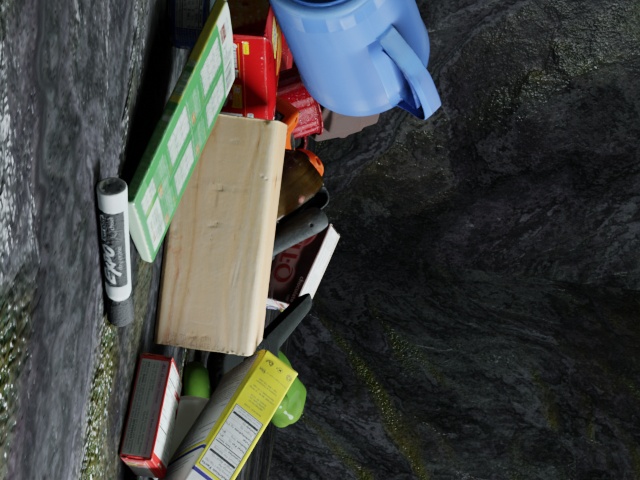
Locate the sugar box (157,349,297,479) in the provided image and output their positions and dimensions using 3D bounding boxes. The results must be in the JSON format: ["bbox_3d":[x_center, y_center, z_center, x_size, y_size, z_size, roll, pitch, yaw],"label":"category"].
[{"bbox_3d":[-0.093,0.183,0.936,0.093,0.048,0.176,-39,-163,52],"label":"sugar box"}]

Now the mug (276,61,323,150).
[{"bbox_3d":[-0.050,-0.148,1.284,0.093,0.081,0.117,-123,-164,-49],"label":"mug"}]

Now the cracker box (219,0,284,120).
[{"bbox_3d":[-0.068,-0.226,1.038,0.164,0.072,0.213,93,4,-59],"label":"cracker box"}]

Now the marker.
[{"bbox_3d":[-0.134,0.012,0.702,0.020,0.020,0.121,-81,177,-50],"label":"marker"}]

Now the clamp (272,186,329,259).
[{"bbox_3d":[-0.057,0.001,1.071,0.039,0.172,0.120,58,18,-7],"label":"clamp"}]

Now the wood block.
[{"bbox_3d":[-0.088,-0.009,0.966,0.091,0.090,0.206,-49,146,-85],"label":"wood block"}]

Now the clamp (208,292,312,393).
[{"bbox_3d":[-0.081,0.106,1.116,0.036,0.164,0.210,-25,-139,37],"label":"clamp"}]

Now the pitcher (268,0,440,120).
[{"bbox_3d":[0.030,-0.198,0.945,0.242,0.149,0.145,42,50,-76],"label":"pitcher"}]

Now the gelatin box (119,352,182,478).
[{"bbox_3d":[-0.140,0.146,0.888,0.073,0.030,0.089,90,7,-67],"label":"gelatin box"}]

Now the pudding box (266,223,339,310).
[{"bbox_3d":[-0.040,0.025,1.271,0.039,0.090,0.113,46,62,-55],"label":"pudding box"}]

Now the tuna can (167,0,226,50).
[{"bbox_3d":[-0.097,-0.194,0.849,0.086,0.034,0.086,9,88,-88],"label":"tuna can"}]
